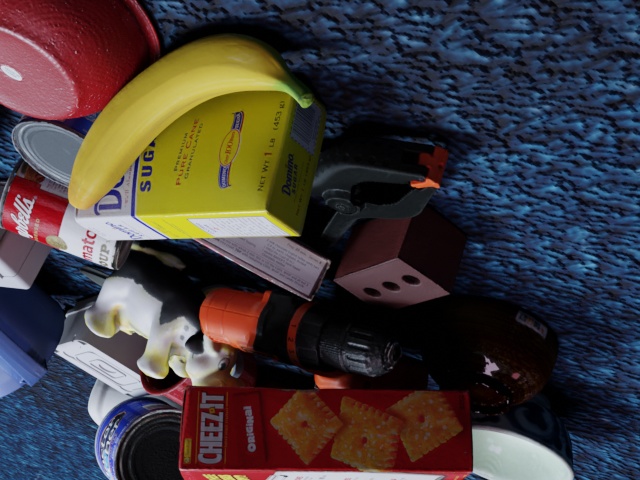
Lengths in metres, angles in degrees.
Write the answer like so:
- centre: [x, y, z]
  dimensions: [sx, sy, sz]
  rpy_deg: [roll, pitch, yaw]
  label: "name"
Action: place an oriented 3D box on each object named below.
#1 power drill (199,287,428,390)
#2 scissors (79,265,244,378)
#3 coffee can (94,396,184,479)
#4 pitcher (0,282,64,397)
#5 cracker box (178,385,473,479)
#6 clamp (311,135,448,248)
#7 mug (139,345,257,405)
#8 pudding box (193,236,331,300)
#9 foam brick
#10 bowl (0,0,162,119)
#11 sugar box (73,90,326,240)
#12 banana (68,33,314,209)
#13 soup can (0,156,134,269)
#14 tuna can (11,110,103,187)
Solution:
- centre: [0.017, 0.094, 0.882]
  dimensions: [0.185, 0.057, 0.187]
  rpy_deg: [11, 164, 36]
  label: "power drill"
- centre: [-0.138, 0.050, 0.992]
  dimensions: [0.202, 0.096, 0.016]
  rpy_deg: [39, -164, 22]
  label: "scissors"
- centre: [-0.173, 0.219, 1.106]
  dimensions: [0.102, 0.103, 0.140]
  rpy_deg: [30, 168, -15]
  label: "coffee can"
- centre: [-0.363, 0.043, 1.031]
  dimensions: [0.149, 0.145, 0.242]
  rpy_deg: [-14, 136, 21]
  label: "pitcher"
- centre: [0.001, 0.162, 0.847]
  dimensions: [0.213, 0.072, 0.164]
  rpy_deg: [2, 160, -3]
  label: "cracker box"
- centre: [0.008, -0.041, 0.729]
  dimensions: [0.120, 0.039, 0.172]
  rpy_deg: [23, 154, -31]
  label: "clamp"
- centre: [-0.122, 0.121, 1.057]
  dimensions: [0.081, 0.093, 0.117]
  rpy_deg: [38, 178, -36]
  label: "mug"
- centre: [-0.055, 0.001, 0.813]
  dimensions: [0.113, 0.039, 0.090]
  rpy_deg: [27, 179, -13]
  label: "pudding box"
- centre: [0.058, 0.013, 0.777]
  dimensions: [0.053, 0.051, 0.078]
  rpy_deg: [35, 148, -23]
  label: "foam brick"
- centre: [-0.189, -0.129, 0.699]
  dimensions: [0.162, 0.055, 0.162]
  rpy_deg: [17, 151, 10]
  label: "bowl"
- centre: [-0.084, -0.050, 0.718]
  dimensions: [0.177, 0.093, 0.048]
  rpy_deg: [-1, 157, 33]
  label: "sugar box"
- centre: [-0.096, -0.084, 0.684]
  dimensions: [0.198, 0.069, 0.037]
  rpy_deg: [-22, 156, 29]
  label: "banana"
- centre: [-0.202, -0.024, 0.873]
  dimensions: [0.102, 0.068, 0.069]
  rpy_deg: [21, 151, 0]
  label: "soup can"
- centre: [-0.188, -0.075, 0.812]
  dimensions: [0.086, 0.033, 0.086]
  rpy_deg: [17, 151, 9]
  label: "tuna can"
